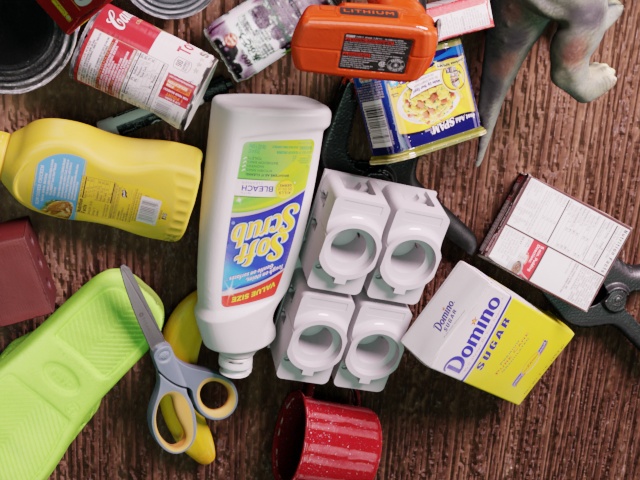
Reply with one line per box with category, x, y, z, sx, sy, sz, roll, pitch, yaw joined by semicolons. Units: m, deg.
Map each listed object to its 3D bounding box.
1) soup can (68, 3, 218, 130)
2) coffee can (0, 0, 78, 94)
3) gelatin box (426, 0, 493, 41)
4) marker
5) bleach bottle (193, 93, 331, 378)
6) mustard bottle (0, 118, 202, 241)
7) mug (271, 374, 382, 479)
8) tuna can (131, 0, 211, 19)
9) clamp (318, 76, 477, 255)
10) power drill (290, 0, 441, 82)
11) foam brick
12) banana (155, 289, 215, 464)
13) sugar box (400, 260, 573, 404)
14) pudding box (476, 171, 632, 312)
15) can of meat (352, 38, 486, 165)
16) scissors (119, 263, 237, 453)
soup can;-0.143;-0.140;0.865;0.102;0.068;0.068;26;105;-6
coffee can;-0.232;-0.176;0.807;0.102;0.140;0.103;-3;112;-8
gelatin box;0.096;-0.181;0.885;0.073;0.089;0.030;-15;103;-2
marker;-0.132;-0.114;0.913;0.121;0.020;0.020;-21;113;-1
bleach bottle;-0.056;0.001;0.934;0.102;0.068;0.251;-2;111;-24
mustard bottle;-0.201;-0.056;0.897;0.191;0.058;0.096;12;140;-13
mug;0.008;0.184;1.024;0.081;0.093;0.117;12;72;-19
tuna can;-0.122;-0.225;0.863;0.086;0.034;0.086;-3;112;-8
clamp;0.040;-0.049;0.957;0.164;0.036;0.210;-21;117;-1
power drill;0.018;-0.210;0.817;0.184;0.187;0.057;4;145;-3
foam brick;-0.268;0.026;0.929;0.051;0.053;0.078;-16;114;-3
banana;-0.120;0.125;0.999;0.069;0.037;0.198;7;110;-11
sugar box;0.157;0.089;0.982;0.176;0.048;0.093;25;103;-50
pudding box;0.216;0.001;0.985;0.113;0.039;0.090;28;93;-6
can of meat;0.081;-0.117;0.893;0.101;0.058;0.084;-20;101;-26
scissors;-0.124;0.101;0.957;0.096;0.016;0.202;-15;118;-25
